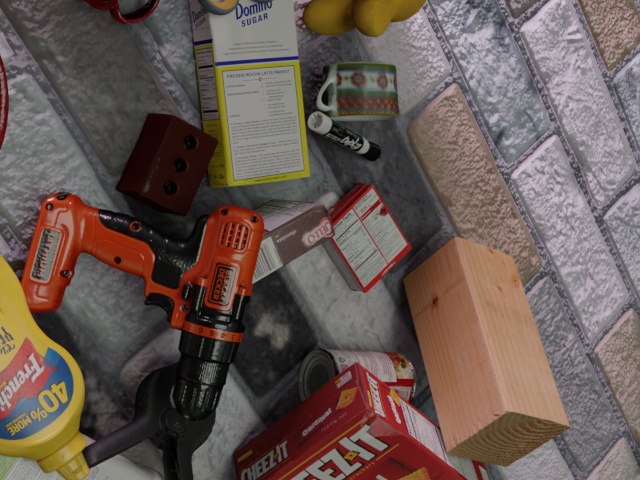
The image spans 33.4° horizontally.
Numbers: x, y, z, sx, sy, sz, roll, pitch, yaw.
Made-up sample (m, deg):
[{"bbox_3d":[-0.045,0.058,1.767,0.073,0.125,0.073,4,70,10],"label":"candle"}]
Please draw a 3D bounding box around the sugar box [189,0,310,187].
[{"bbox_3d":[-0.065,-0.141,0.994,0.093,0.048,0.176,-10,97,-34],"label":"sugar box"}]

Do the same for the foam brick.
[{"bbox_3d":[-0.136,-0.067,0.948,0.052,0.051,0.078,28,79,-34],"label":"foam brick"}]

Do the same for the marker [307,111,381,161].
[{"bbox_3d":[0.026,-0.101,1.052,0.121,0.020,0.020,20,83,-57],"label":"marker"}]

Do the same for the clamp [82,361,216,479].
[{"bbox_3d":[-0.144,0.164,0.933,0.120,0.039,0.171,39,38,-28],"label":"clamp"}]

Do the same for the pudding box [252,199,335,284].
[{"bbox_3d":[-0.056,0.001,0.987,0.113,0.090,0.039,-29,108,-28],"label":"pudding box"}]

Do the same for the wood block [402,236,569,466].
[{"bbox_3d":[0.163,0.111,1.081,0.090,0.091,0.206,19,44,-34],"label":"wood block"}]

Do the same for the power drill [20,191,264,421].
[{"bbox_3d":[-0.153,0.045,0.895,0.187,0.057,0.184,14,88,-4],"label":"power drill"}]

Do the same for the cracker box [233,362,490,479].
[{"bbox_3d":[0.047,0.238,1.048,0.164,0.072,0.213,-39,123,16],"label":"cracker box"}]

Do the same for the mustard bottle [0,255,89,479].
[{"bbox_3d":[-0.242,0.111,0.838,0.096,0.058,0.191,-36,99,-24],"label":"mustard bottle"}]

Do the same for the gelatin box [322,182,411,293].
[{"bbox_3d":[0.042,-0.003,1.091,0.073,0.030,0.089,-44,117,-21],"label":"gelatin box"}]

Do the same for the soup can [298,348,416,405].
[{"bbox_3d":[0.037,0.145,1.080,0.102,0.069,0.068,7,91,-34],"label":"soup can"}]
